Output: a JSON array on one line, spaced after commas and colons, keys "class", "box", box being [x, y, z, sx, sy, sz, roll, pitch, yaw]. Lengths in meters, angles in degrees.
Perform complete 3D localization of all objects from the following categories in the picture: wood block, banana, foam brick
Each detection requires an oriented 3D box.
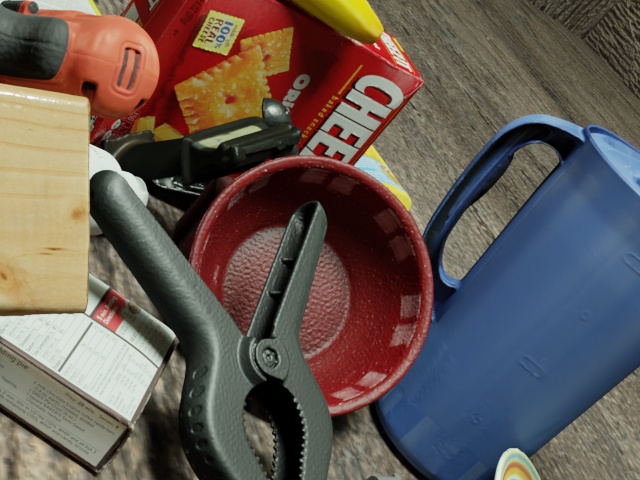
[{"class": "wood block", "box": [-0.200, -0.018, 0.398, 0.205, 0.091, 0.090, 4, 82, -38]}, {"class": "banana", "box": [-0.038, -0.179, 0.688, 0.197, 0.037, 0.069, 13, 53, -43]}, {"class": "foam brick", "box": [-0.055, 0.001, 0.730, 0.078, 0.051, 0.053, 34, 23, -17]}]

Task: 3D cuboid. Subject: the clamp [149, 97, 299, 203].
[{"class": "clamp", "box": [-0.039, -0.028, 0.780, 0.171, 0.120, 0.039, 49, 37, -41]}]

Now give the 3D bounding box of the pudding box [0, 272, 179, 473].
[{"class": "pudding box", "box": [-0.134, 0.050, 0.533, 0.113, 0.039, 0.090, 34, 26, -7]}]

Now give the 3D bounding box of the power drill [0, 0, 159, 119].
[{"class": "power drill", "box": [-0.191, -0.102, 0.479, 0.185, 0.057, 0.187, 11, -1, 44]}]

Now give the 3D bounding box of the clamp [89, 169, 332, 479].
[{"class": "clamp", "box": [-0.033, 0.061, 0.566, 0.164, 0.036, 0.210, -4, 72, -48]}]

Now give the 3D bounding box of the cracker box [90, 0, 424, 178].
[{"class": "cracker box", "box": [-0.053, -0.111, 0.792, 0.213, 0.164, 0.072, 20, 32, -40]}]

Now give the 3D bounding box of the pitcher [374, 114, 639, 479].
[{"class": "pitcher", "box": [0.138, 0.046, 0.697, 0.144, 0.243, 0.149, 18, 31, -43]}]

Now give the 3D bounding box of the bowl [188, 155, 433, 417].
[{"class": "bowl", "box": [-0.012, 0.030, 0.672, 0.162, 0.162, 0.055, 35, -19, -14]}]
